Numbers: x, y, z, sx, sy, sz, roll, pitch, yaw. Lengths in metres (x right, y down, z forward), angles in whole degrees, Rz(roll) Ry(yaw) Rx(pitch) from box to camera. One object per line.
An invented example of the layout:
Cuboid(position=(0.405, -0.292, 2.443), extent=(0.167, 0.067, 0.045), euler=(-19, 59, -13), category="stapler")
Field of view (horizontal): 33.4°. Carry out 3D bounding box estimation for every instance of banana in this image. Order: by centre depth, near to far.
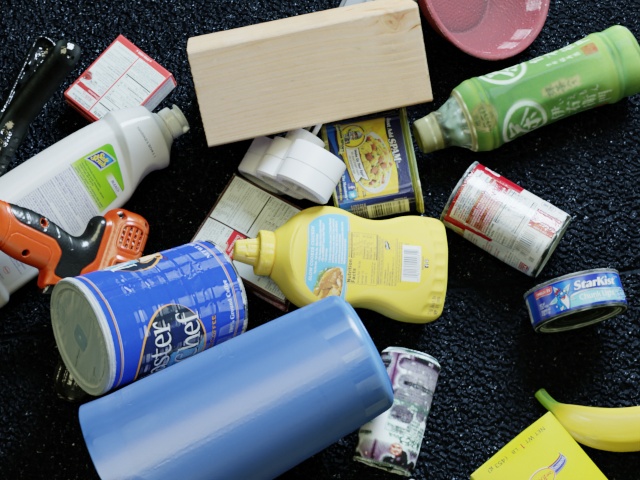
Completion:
Cuboid(position=(0.293, 0.146, 0.935), extent=(0.198, 0.037, 0.069), euler=(-9, 71, 2), category="banana")

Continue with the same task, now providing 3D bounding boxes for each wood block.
Cuboid(position=(-0.012, -0.158, 0.980), extent=(0.206, 0.090, 0.091), euler=(-12, 109, -1), category="wood block")

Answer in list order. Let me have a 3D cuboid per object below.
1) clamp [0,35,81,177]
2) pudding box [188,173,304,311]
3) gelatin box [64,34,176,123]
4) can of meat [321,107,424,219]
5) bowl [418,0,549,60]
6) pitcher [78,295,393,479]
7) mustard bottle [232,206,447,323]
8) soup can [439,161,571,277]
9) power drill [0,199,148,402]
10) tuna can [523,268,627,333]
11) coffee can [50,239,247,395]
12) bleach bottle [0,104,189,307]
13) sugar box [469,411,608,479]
Cuboid(position=(-0.299, -0.112, 1.034), extent=(0.036, 0.165, 0.210), euler=(31, 82, -24), category="clamp")
Cuboid(position=(-0.057, 0.001, 1.015), extent=(0.113, 0.039, 0.090), euler=(29, 75, 11), category="pudding box")
Cuboid(position=(-0.204, -0.153, 1.084), extent=(0.073, 0.030, 0.089), euler=(38, 79, 14), category="gelatin box")
Cuboid(position=(0.049, -0.070, 1.020), extent=(0.084, 0.057, 0.102), euler=(-10, 70, 4), category="can of meat")
Cuboid(position=(0.148, -0.253, 1.051), extent=(0.161, 0.055, 0.162), euler=(2, 87, -30), category="bowl")
Cuboid(position=(-0.069, 0.140, 0.895), extent=(0.242, 0.145, 0.149), euler=(-27, 67, -6), category="pitcher")
Cuboid(position=(0.016, 0.019, 0.962), extent=(0.191, 0.058, 0.096), euler=(6, 78, -13), category="mustard bottle")
Cuboid(position=(0.171, -0.019, 0.986), extent=(0.102, 0.068, 0.068), euler=(31, 77, 14), category="soup can")
Cuboid(position=(-0.257, 0.040, 0.955), extent=(0.057, 0.187, 0.184), euler=(6, 77, 52), category="power drill")
Cuboid(position=(0.226, 0.055, 0.947), extent=(0.086, 0.086, 0.034), euler=(-12, 72, 1), category="tuna can")
Cuboid(position=(-0.150, 0.065, 0.936), extent=(0.140, 0.103, 0.103), euler=(-18, 67, -36), category="coffee can")
Cuboid(position=(-0.233, -0.046, 1.025), extent=(0.250, 0.102, 0.068), euler=(-35, 34, -14), category="bleach bottle")
Cuboid(position=(0.216, 0.244, 0.905), extent=(0.093, 0.048, 0.176), euler=(-38, 71, -7), category="sugar box")
